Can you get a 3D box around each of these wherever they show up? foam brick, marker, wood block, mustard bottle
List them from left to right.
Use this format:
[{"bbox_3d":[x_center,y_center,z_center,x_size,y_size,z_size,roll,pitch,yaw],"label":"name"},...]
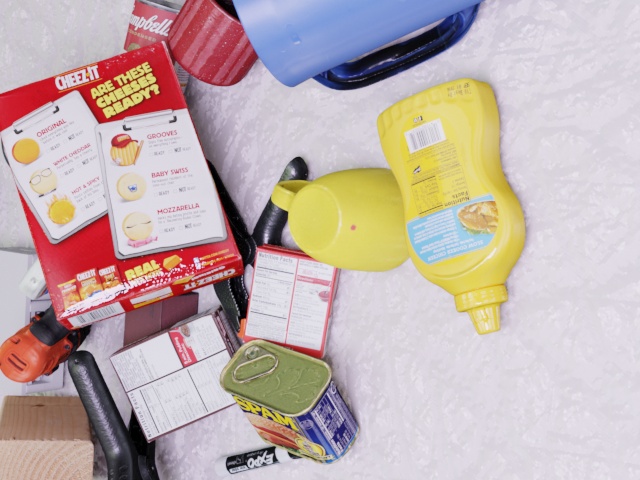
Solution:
[{"bbox_3d":[-0.272,0.215,1.042,0.206,0.090,0.090,-167,80,-76],"label":"wood block"},{"bbox_3d":[-0.156,0.087,1.042,0.053,0.051,0.078,9,96,37],"label":"foam brick"},{"bbox_3d":[-0.049,0.198,0.978,0.121,0.020,0.020,-21,77,37],"label":"marker"},{"bbox_3d":[0.108,-0.022,0.828,0.096,0.058,0.191,-19,78,34],"label":"mustard bottle"}]

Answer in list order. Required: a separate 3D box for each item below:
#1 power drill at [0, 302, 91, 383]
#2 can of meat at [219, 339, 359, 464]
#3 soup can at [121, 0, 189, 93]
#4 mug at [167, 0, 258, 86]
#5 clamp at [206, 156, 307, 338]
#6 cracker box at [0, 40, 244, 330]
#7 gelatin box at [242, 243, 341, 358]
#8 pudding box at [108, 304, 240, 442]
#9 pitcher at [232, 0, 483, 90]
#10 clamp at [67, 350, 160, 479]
[{"bbox_3d":[-0.226,0.049,1.051,0.057,0.184,0.188,38,99,-3],"label":"power drill"},{"bbox_3d":[-0.025,0.139,0.911,0.102,0.084,0.057,14,56,38],"label":"can of meat"},{"bbox_3d":[-0.158,-0.178,1.031,0.069,0.068,0.102,27,108,35],"label":"soup can"},{"bbox_3d":[-0.085,-0.202,0.966,0.082,0.093,0.117,-49,28,39],"label":"mug"},{"bbox_3d":[-0.056,0.001,0.971,0.120,0.039,0.171,-8,92,37],"label":"clamp"},{"bbox_3d":[-0.178,-0.047,0.942,0.164,0.072,0.214,-19,76,-6],"label":"cracker box"},{"bbox_3d":[-0.024,0.052,0.933,0.073,0.030,0.089,10,99,9],"label":"gelatin box"},{"bbox_3d":[-0.126,0.123,0.986,0.113,0.039,0.090,-24,93,10],"label":"pudding box"},{"bbox_3d":[0.063,-0.209,0.801,0.243,0.149,0.145,-18,91,18],"label":"pitcher"},{"bbox_3d":[-0.169,0.213,0.983,0.036,0.164,0.210,-22,69,6],"label":"clamp"}]
